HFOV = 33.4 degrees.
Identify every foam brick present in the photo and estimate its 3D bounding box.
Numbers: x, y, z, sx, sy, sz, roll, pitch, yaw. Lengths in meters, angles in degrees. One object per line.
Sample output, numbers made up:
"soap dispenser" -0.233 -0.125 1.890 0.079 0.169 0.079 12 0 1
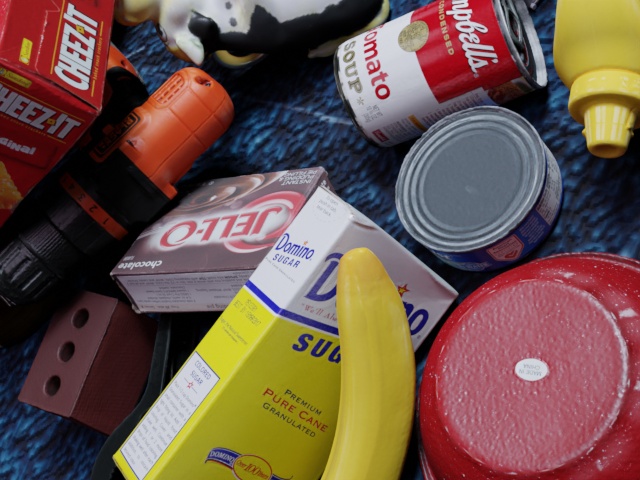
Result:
"foam brick" -0.141 0.077 0.663 0.053 0.051 0.078 9 72 37

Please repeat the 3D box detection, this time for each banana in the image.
"banana" 0.011 0.103 0.527 0.198 0.069 0.037 -69 25 8

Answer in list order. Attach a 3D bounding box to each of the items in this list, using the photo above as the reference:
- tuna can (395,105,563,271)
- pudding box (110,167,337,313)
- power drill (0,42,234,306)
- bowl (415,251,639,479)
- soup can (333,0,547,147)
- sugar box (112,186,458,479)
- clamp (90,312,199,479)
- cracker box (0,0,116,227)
"tuna can" 0.086 -0.027 0.575 0.086 0.033 0.086 -15 59 27
"pudding box" -0.054 0.001 0.631 0.114 0.039 0.090 -6 36 33
"power drill" -0.156 -0.055 0.704 0.184 0.057 0.188 -43 36 -4
"bowl" 0.106 0.070 0.498 0.162 0.055 0.162 -15 59 27
"soup can" 0.067 -0.100 0.603 0.102 0.068 0.068 -19 57 26
"sugar box" -0.015 0.069 0.552 0.176 0.093 0.048 -52 37 2
"clamp" -0.078 0.109 0.611 0.120 0.039 0.171 5 70 49
"cracker box" -0.205 -0.085 0.650 0.214 0.072 0.164 -38 40 36
